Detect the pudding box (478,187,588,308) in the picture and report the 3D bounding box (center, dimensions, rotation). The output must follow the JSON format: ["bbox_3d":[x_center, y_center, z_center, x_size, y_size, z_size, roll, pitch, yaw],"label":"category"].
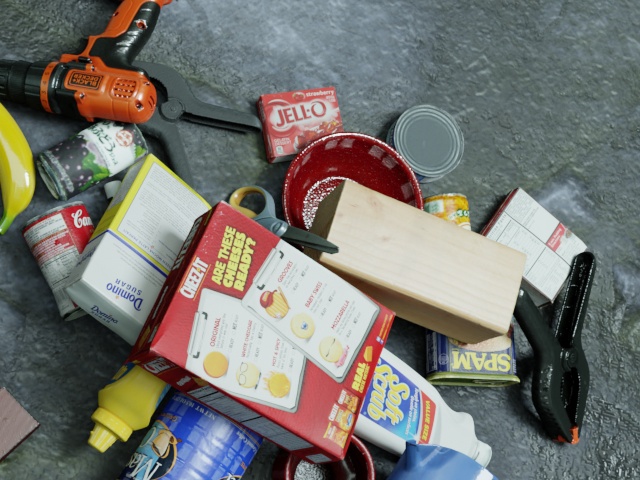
[{"bbox_3d":[0.240,0.008,1.231,0.113,0.039,0.090,40,70,-3],"label":"pudding box"}]

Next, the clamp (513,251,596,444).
[{"bbox_3d":[0.255,0.124,1.170,0.164,0.036,0.210,-9,99,-45],"label":"clamp"}]

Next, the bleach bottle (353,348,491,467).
[{"bbox_3d":[0.074,0.167,1.131,0.250,0.068,0.102,30,70,-11],"label":"bleach bottle"}]

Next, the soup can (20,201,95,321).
[{"bbox_3d":[-0.247,0.021,1.064,0.068,0.069,0.102,-24,85,-21],"label":"soup can"}]

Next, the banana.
[{"bbox_3d":[-0.341,-0.107,1.082,0.069,0.037,0.198,-28,86,-21],"label":"banana"}]

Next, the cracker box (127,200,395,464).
[{"bbox_3d":[-0.051,0.090,1.008,0.213,0.072,0.164,33,60,-18],"label":"cracker box"}]

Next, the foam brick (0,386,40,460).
[{"bbox_3d":[-0.313,0.185,1.013,0.078,0.053,0.051,-43,92,-21],"label":"foam brick"}]

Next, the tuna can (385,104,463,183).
[{"bbox_3d":[0.119,-0.110,1.224,0.086,0.034,0.086,4,76,-16],"label":"tuna can"}]

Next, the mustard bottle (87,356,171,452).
[{"bbox_3d":[-0.164,0.124,1.049,0.058,0.096,0.191,37,70,-9],"label":"mustard bottle"}]

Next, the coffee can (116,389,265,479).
[{"bbox_3d":[-0.133,0.225,1.031,0.103,0.103,0.140,35,70,-6],"label":"coffee can"}]

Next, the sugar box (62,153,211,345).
[{"bbox_3d":[-0.178,0.007,1.057,0.093,0.048,0.176,42,47,-22],"label":"sugar box"}]

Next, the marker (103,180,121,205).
[{"bbox_3d":[-0.200,-0.003,1.109,0.020,0.020,0.121,-14,82,-20],"label":"marker"}]

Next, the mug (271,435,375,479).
[{"bbox_3d":[-0.007,0.228,1.080,0.093,0.082,0.117,-28,87,-21],"label":"mug"}]

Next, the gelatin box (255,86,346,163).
[{"bbox_3d":[-0.021,-0.129,1.188,0.089,0.030,0.073,-8,80,-19],"label":"gelatin box"}]

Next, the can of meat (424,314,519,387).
[{"bbox_3d":[0.165,0.115,1.173,0.102,0.057,0.084,5,74,-16],"label":"can of meat"}]

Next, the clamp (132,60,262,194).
[{"bbox_3d":[-0.161,-0.125,1.141,0.171,0.039,0.120,32,66,-1],"label":"clamp"}]

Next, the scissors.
[{"bbox_3d":[-0.057,0.001,1.079,0.096,0.202,0.016,-46,126,0],"label":"scissors"}]

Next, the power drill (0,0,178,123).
[{"bbox_3d":[-0.239,-0.213,1.112,0.184,0.057,0.187,12,68,10],"label":"power drill"}]

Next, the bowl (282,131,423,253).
[{"bbox_3d":[0.029,-0.035,1.167,0.162,0.055,0.162,4,76,-16],"label":"bowl"}]

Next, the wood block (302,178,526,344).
[{"bbox_3d":[0.093,0.026,1.093,0.206,0.091,0.090,22,72,-11],"label":"wood block"}]
